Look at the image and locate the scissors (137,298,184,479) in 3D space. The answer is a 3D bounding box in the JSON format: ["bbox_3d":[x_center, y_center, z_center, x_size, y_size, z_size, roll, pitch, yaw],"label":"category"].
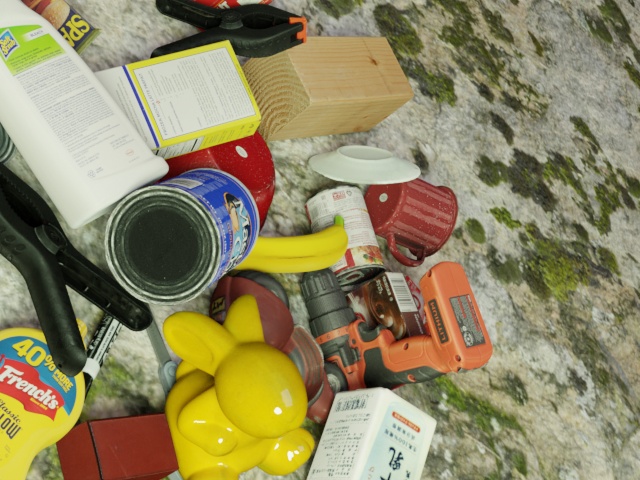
[{"bbox_3d":[-0.119,0.128,0.968,0.096,0.016,0.202,9,60,-41],"label":"scissors"}]

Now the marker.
[{"bbox_3d":[-0.190,0.093,0.914,0.020,0.020,0.121,41,40,-20],"label":"marker"}]

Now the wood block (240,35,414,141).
[{"bbox_3d":[0.007,-0.182,1.264,0.205,0.090,0.091,-13,74,-51],"label":"wood block"}]

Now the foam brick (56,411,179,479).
[{"bbox_3d":[-0.163,0.172,0.861,0.078,0.053,0.051,3,63,-47],"label":"foam brick"}]

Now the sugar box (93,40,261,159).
[{"bbox_3d":[-0.154,-0.127,1.030,0.176,0.048,0.093,-19,76,-22],"label":"sugar box"}]

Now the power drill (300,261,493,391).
[{"bbox_3d":[0.069,0.087,1.064,0.057,0.188,0.184,-10,76,-47],"label":"power drill"}]

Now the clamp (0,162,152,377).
[{"bbox_3d":[-0.224,0.013,0.848,0.210,0.036,0.164,51,12,-7],"label":"clamp"}]

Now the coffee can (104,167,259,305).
[{"bbox_3d":[-0.120,-0.007,0.954,0.103,0.103,0.140,56,14,-3],"label":"coffee can"}]

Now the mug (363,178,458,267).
[{"bbox_3d":[0.102,-0.024,1.264,0.081,0.093,0.117,22,61,-31],"label":"mug"}]

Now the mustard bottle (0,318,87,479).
[{"bbox_3d":[-0.234,0.122,0.813,0.096,0.058,0.191,44,39,-9],"label":"mustard bottle"}]

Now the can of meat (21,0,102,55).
[{"bbox_3d":[-0.266,-0.191,0.998,0.084,0.058,0.102,42,40,-16],"label":"can of meat"}]

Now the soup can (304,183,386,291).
[{"bbox_3d":[0.027,-0.003,1.179,0.068,0.069,0.102,7,59,-45],"label":"soup can"}]

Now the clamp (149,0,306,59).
[{"bbox_3d":[-0.103,-0.232,1.151,0.171,0.039,0.120,-6,52,-11],"label":"clamp"}]

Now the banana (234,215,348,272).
[{"bbox_3d":[-0.044,0.008,1.074,0.197,0.037,0.070,-5,24,-33],"label":"banana"}]

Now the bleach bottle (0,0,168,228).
[{"bbox_3d":[-0.241,-0.139,0.921,0.102,0.068,0.251,-36,94,-43],"label":"bleach bottle"}]

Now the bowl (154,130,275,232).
[{"bbox_3d":[-0.100,-0.079,1.104,0.161,0.055,0.162,28,46,-34],"label":"bowl"}]

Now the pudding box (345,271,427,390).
[{"bbox_3d":[0.066,0.101,1.132,0.039,0.090,0.113,4,61,-48],"label":"pudding box"}]
